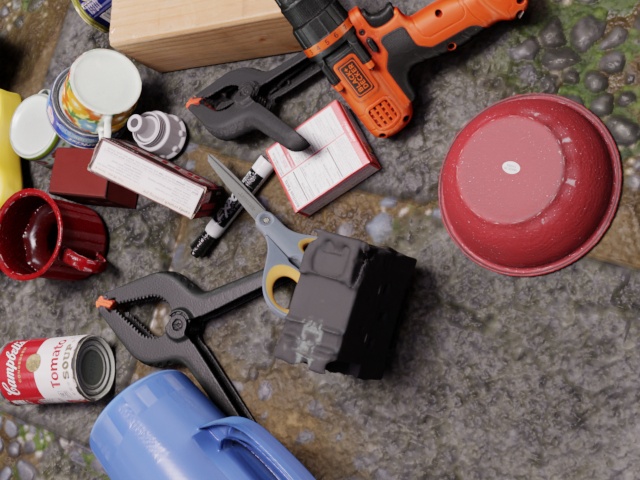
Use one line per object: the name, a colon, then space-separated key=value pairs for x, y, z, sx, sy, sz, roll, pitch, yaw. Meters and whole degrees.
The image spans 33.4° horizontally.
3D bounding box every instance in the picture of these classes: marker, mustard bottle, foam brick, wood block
marker: x=-0.087 y=-0.031 z=1.042 sx=0.020 sy=0.020 sz=0.121 roll=44 pitch=101 yaw=27
mustard bottle: x=-0.366 y=-0.064 z=1.172 sx=0.096 sy=0.058 sz=0.191 roll=-14 pitch=74 yaw=34
foam brick: x=-0.233 y=-0.065 z=1.106 sx=0.078 sy=0.052 sz=0.051 roll=6 pitch=83 yaw=29
wood block: x=-0.096 y=-0.232 z=1.046 sx=0.206 sy=0.090 sz=0.091 roll=-3 pitch=78 yaw=27

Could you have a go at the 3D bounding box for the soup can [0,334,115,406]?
soup can: x=-0.268 y=0.131 z=1.078 sx=0.102 sy=0.068 sz=0.068 roll=-7 pitch=77 yaw=26

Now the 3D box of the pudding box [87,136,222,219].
pudding box: x=-0.156 y=-0.059 z=1.022 sx=0.113 sy=0.090 sz=0.039 roll=24 pitch=94 yaw=3

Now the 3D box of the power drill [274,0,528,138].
power drill: x=0.070 y=-0.207 z=0.929 sx=0.188 sy=0.057 sz=0.184 roll=-33 pitch=108 yaw=16

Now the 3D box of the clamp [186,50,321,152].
clamp: x=-0.055 y=-0.142 z=1.027 sx=0.172 sy=0.039 sz=0.120 roll=10 pitch=62 yaw=40

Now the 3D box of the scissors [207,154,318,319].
scissors: x=-0.056 y=0.001 z=0.990 sx=0.202 sy=0.016 sz=0.096 roll=33 pitch=67 yaw=19

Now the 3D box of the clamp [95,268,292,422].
clamp: x=-0.127 y=0.093 z=1.028 sx=0.210 sy=0.036 sz=0.164 roll=6 pitch=82 yaw=25

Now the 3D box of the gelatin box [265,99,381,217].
gelatin box: x=0.001 y=-0.075 z=0.998 sx=0.089 sy=0.030 sz=0.073 roll=-34 pitch=68 yaw=18

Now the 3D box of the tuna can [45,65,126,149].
tuna can: x=-0.239 y=-0.140 z=1.105 sx=0.034 sy=0.086 sz=0.086 roll=141 pitch=125 yaw=-64

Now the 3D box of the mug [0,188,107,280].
mug: x=-0.265 y=0.003 z=1.091 sx=0.117 sy=0.081 sz=0.093 roll=25 pitch=95 yaw=28

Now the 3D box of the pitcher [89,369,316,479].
pitcher: x=-0.086 y=0.221 z=0.917 sx=0.149 sy=0.145 sz=0.243 roll=-42 pitch=66 yaw=-6

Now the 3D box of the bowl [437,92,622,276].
bowl: x=0.166 y=-0.053 z=0.893 sx=0.162 sy=0.055 sz=0.162 roll=-6 pitch=77 yaw=26

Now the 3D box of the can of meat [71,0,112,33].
can of meat: x=-0.227 y=-0.289 z=1.145 sx=0.084 sy=0.057 sz=0.102 roll=-33 pitch=67 yaw=16
